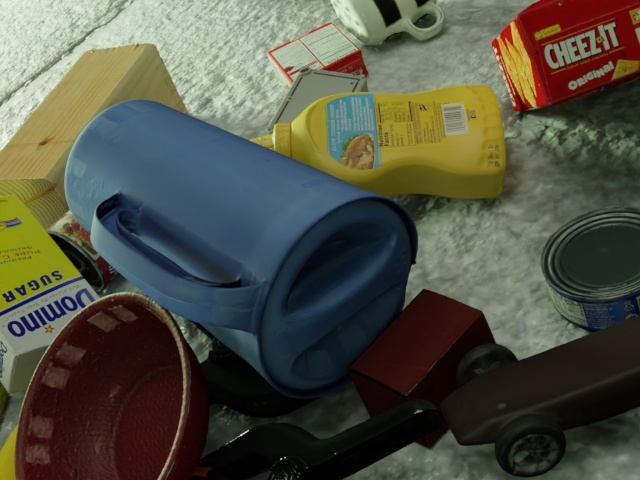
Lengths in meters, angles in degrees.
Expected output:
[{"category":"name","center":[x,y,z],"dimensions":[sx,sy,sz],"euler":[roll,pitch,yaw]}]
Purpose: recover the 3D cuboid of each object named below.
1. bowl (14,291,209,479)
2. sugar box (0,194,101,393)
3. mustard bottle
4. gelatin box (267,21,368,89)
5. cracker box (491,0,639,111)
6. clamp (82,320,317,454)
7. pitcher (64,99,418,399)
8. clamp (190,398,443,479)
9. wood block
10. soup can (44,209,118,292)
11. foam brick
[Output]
[{"category":"bowl","center":[-0.122,0.117,0.675],"dimensions":[0.162,0.055,0.162],"euler":[-19,59,35]},{"category":"sugar box","center":[-0.238,0.035,0.827],"dimensions":[0.093,0.048,0.176],"euler":[-14,45,-42]},{"category":"mustard bottle","center":[0.041,-0.073,0.817],"dimensions":[0.191,0.058,0.096],"euler":[-2,53,1]},{"category":"gelatin box","center":[-0.003,-0.171,1.035],"dimensions":[0.073,0.030,0.089],"euler":[-27,36,-5]},{"category":"cracker box","center":[0.216,-0.153,0.767],"dimensions":[0.164,0.072,0.213],"euler":[-20,5,7]},{"category":"clamp","center":[-0.067,0.088,0.744],"dimensions":[0.210,0.036,0.164],"euler":[2,53,28]},{"category":"pitcher","center":[-0.070,-0.008,0.698],"dimensions":[0.243,0.149,0.145],"euler":[29,70,39]},{"category":"clamp","center":[-0.006,0.138,0.628],"dimensions":[0.172,0.039,0.120],"euler":[8,57,42]},{"category":"wood block","center":[-0.220,-0.090,1.012],"dimensions":[0.091,0.090,0.206],"euler":[-1,43,28]},{"category":"soup can","center":[-0.180,-0.014,0.912],"dimensions":[0.069,0.068,0.102],"euler":[11,49,39]},{"category":"foam brick","center":[0.066,0.078,0.665],"dimensions":[0.078,0.053,0.051],"euler":[-43,40,-23]}]
